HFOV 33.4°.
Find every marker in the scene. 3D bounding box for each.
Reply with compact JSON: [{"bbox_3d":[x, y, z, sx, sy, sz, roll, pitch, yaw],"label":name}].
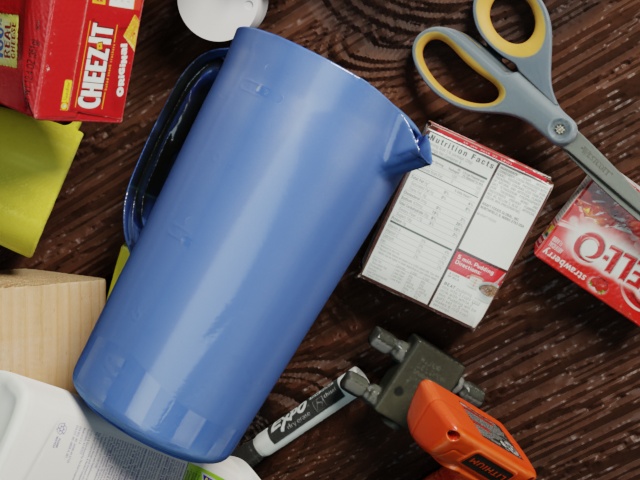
[{"bbox_3d":[-0.018,0.129,0.754,0.121,0.020,0.020,-36,96,14],"label":"marker"}]

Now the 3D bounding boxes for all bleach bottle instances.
[{"bbox_3d":[-0.117,0.168,0.680,0.250,0.068,0.102,33,77,-41],"label":"bleach bottle"}]

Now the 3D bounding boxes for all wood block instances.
[{"bbox_3d":[-0.204,0.126,0.709,0.091,0.090,0.206,4,95,38],"label":"wood block"}]

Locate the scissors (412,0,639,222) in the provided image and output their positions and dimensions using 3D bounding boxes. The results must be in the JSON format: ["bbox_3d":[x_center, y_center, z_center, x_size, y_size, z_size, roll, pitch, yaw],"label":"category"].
[{"bbox_3d":[0.153,-0.090,0.664,0.202,0.016,0.096,31,99,10],"label":"scissors"}]

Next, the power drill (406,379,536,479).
[{"bbox_3d":[0.035,0.180,0.704,0.188,0.057,0.184,-47,130,14],"label":"power drill"}]

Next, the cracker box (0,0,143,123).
[{"bbox_3d":[-0.194,-0.175,0.630,0.214,0.071,0.164,23,107,35],"label":"cracker box"}]

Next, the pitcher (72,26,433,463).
[{"bbox_3d":[-0.054,0.001,0.648,0.145,0.149,0.243,29,90,-13],"label":"pitcher"}]

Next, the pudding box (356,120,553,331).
[{"bbox_3d":[0.087,-0.009,0.698,0.090,0.039,0.113,26,103,2],"label":"pudding box"}]
